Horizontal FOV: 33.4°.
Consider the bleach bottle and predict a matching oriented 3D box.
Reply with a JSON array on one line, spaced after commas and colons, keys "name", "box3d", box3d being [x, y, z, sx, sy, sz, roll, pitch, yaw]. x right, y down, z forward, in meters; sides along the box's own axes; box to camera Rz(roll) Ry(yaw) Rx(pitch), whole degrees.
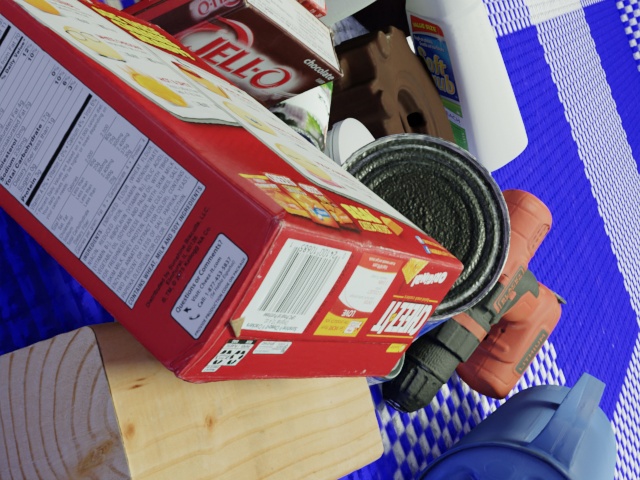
[{"name": "bleach bottle", "box3d": [0.114, -0.173, 0.929, 0.103, 0.068, 0.250, 50, -9, 43]}]

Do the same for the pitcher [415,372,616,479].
[{"name": "pitcher", "box3d": [0.164, 0.178, 0.808, 0.242, 0.149, 0.145, -17, 89, -68]}]

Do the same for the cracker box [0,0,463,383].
[{"name": "cracker box", "box3d": [-0.065, -0.031, 0.440, 0.214, 0.072, 0.164, 39, 13, 25]}]

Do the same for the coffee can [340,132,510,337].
[{"name": "coffee can", "box3d": [0.040, 0.008, 0.623, 0.140, 0.102, 0.103, 124, -45, -74]}]

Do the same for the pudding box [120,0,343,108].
[{"name": "pudding box", "box3d": [-0.053, -0.112, 0.616, 0.113, 0.090, 0.039, 20, 56, -59]}]

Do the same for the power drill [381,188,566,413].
[{"name": "power drill", "box3d": [0.125, 0.067, 0.828, 0.184, 0.057, 0.187, -54, 155, -6]}]

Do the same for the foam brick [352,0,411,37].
[{"name": "foam brick", "box3d": [0.061, -0.220, 0.959, 0.078, 0.053, 0.051, 28, 50, -57]}]

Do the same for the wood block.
[{"name": "wood block", "box3d": [-0.060, 0.082, 0.476, 0.205, 0.091, 0.090, -2, 76, -64]}]
